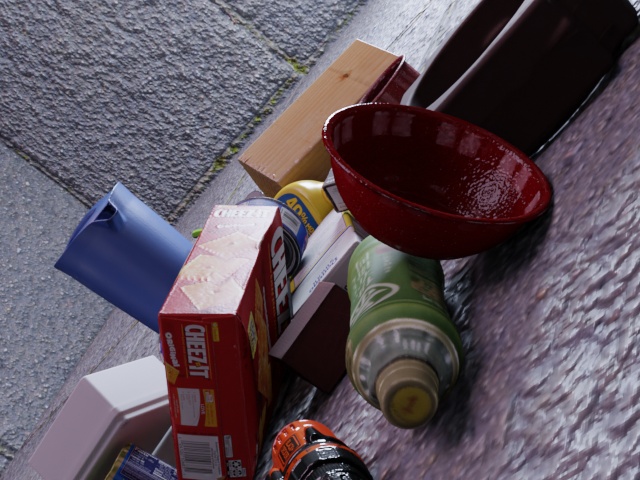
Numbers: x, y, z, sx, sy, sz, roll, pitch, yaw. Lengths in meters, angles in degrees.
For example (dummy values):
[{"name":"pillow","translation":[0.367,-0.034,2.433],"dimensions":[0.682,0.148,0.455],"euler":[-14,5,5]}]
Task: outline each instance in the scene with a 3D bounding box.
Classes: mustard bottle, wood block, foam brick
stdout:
[{"name":"mustard bottle","translation":[-0.021,-0.009,1.164],"dimensions":[0.192,0.096,0.058],"euler":[-44,-20,32]},{"name":"wood block","translation":[0.017,-0.126,1.251],"dimensions":[0.206,0.090,0.091],"euler":[-46,44,-10]},{"name":"foam brick","translation":[0.004,0.079,0.871],"dimensions":[0.078,0.051,0.053],"euler":[-54,11,-8]}]

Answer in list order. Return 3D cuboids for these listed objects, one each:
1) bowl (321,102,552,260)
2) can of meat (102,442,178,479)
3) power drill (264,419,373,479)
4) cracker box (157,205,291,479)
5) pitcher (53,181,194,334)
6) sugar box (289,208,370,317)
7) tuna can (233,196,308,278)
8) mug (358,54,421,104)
[{"name":"bowl","translation":[0.073,-0.034,0.732],"dimensions":[0.162,0.162,0.055],"euler":[-70,-3,-60]},{"name":"can of meat","translation":[-0.152,0.231,0.902],"dimensions":[0.102,0.084,0.057],"euler":[-58,5,22]},{"name":"power drill","translation":[-0.039,0.199,0.638],"dimensions":[0.187,0.057,0.184],"euler":[-50,6,-4]},{"name":"cracker box","translation":[-0.075,0.084,0.928],"dimensions":[0.213,0.072,0.164],"euler":[-72,-19,-64]},{"name":"pitcher","translation":[-0.206,0.050,1.354],"dimensions":[0.145,0.242,0.149],"euler":[-49,10,17]},{"name":"sugar box","translation":[0.014,0.025,1.033],"dimensions":[0.093,0.048,0.176],"euler":[-50,14,10]},{"name":"tuna can","translation":[-0.057,0.001,1.049],"dimensions":[0.086,0.086,0.033],"euler":[-45,17,37]},{"name":"mug","translation":[0.089,-0.139,1.158],"dimensions":[0.093,0.081,0.117],"euler":[-53,10,-6]}]
